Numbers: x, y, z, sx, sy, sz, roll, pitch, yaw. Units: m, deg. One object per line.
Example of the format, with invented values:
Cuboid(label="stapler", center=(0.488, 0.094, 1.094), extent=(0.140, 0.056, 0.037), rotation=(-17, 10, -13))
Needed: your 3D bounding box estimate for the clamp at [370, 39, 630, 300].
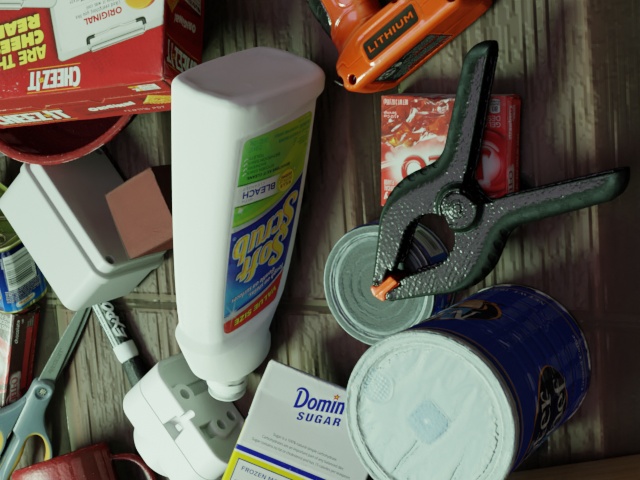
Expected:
Cuboid(label="clamp", center=(0.099, -0.020, 0.643), extent=(0.120, 0.039, 0.172), rotation=(41, 117, 20))

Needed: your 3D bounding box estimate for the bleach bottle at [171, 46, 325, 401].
Cuboid(label="bleach bottle", center=(-0.055, 0.001, 0.736), extent=(0.068, 0.102, 0.251), rotation=(27, 128, 32))

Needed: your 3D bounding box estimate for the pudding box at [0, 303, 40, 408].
Cuboid(label="pudding box", center=(-0.300, 0.083, 0.932), extent=(0.114, 0.039, 0.090), rotation=(20, 109, 27))

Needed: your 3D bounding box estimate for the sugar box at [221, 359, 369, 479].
Cuboid(label="sugar box", center=(-0.025, 0.179, 0.724), extent=(0.093, 0.048, 0.176), rotation=(23, 77, 1))

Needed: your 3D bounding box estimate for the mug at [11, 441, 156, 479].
Cuboid(label="mug", center=(-0.190, 0.211, 0.868), extent=(0.117, 0.093, 0.081), rotation=(-18, 83, 1))

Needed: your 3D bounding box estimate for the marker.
Cuboid(label="marker", center=(-0.168, 0.067, 0.862), extent=(0.020, 0.020, 0.121), rotation=(-33, 82, 31))

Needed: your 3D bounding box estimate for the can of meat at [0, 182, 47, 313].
Cuboid(label="can of meat", center=(-0.272, 0.001, 0.874), extent=(0.102, 0.057, 0.084), rotation=(33, 141, 24))

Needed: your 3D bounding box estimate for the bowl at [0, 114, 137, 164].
Cuboid(label="bowl", center=(-0.183, -0.129, 0.798), extent=(0.162, 0.055, 0.162), rotation=(-4, 78, 18))

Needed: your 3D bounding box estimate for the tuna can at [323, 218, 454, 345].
Cuboid(label="tuna can", center=(0.046, 0.028, 0.719), extent=(0.086, 0.033, 0.086), rotation=(6, 102, 30))

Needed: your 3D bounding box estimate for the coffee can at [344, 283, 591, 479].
Cuboid(label="coffee can", center=(0.092, 0.089, 0.640), extent=(0.103, 0.140, 0.103), rotation=(6, 102, 30))

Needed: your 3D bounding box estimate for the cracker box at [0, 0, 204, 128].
Cuboid(label="cracker box", center=(-0.163, -0.193, 0.736), extent=(0.164, 0.072, 0.214), rotation=(-4, 79, 19))

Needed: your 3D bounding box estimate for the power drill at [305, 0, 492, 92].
Cuboid(label="power drill", center=(0.027, -0.204, 0.678), extent=(0.185, 0.057, 0.188), rotation=(-39, 76, 34))

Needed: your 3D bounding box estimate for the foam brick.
Cuboid(label="foam brick", center=(-0.106, -0.024, 0.775), extent=(0.051, 0.078, 0.053), rotation=(-25, 85, 33))

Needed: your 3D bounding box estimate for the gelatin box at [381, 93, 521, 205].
Cuboid(label="gelatin box", center=(0.083, -0.057, 0.684), extent=(0.089, 0.030, 0.073), rotation=(5, 101, 30))

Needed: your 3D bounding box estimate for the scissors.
Cuboid(label="scissors", center=(-0.255, 0.129, 0.896), extent=(0.016, 0.096, 0.202), rotation=(-124, 45, -60))
